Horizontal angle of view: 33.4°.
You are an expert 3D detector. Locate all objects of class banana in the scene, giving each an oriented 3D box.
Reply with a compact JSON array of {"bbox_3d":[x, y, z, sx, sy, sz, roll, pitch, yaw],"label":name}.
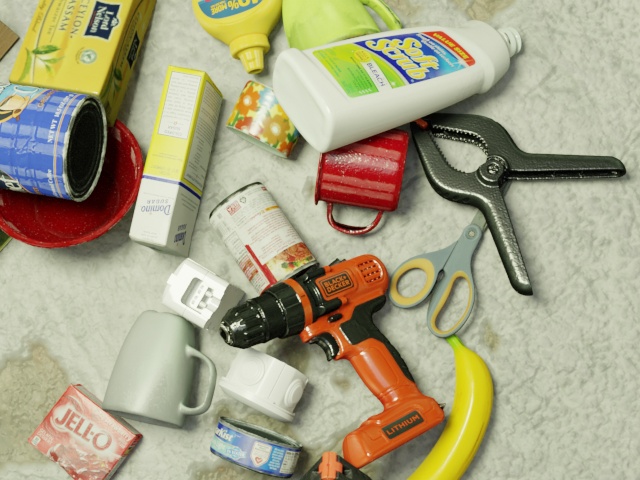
[{"bbox_3d":[0.122,0.189,1.031,0.070,0.037,0.198,15,80,38],"label":"banana"}]

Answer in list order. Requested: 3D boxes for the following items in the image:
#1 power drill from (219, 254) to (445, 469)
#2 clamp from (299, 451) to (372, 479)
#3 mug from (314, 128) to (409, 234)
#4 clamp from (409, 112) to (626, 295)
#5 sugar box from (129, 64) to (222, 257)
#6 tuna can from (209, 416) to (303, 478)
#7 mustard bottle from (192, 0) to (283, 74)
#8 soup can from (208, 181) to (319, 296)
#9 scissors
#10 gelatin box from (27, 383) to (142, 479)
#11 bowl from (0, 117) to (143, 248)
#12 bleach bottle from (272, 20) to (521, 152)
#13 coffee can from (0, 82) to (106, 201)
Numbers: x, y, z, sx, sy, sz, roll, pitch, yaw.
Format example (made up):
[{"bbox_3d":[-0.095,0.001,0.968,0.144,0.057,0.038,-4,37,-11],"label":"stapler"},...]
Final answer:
[{"bbox_3d":[0.017,0.115,0.994,0.184,0.057,0.188,-21,76,-29],"label":"power drill"},{"bbox_3d":[0.027,0.255,0.984,0.120,0.171,0.039,-2,47,-4],"label":"clamp"},{"bbox_3d":[0.040,-0.062,1.051,0.081,0.093,0.117,10,101,3],"label":"mug"},{"bbox_3d":[0.168,-0.054,1.045,0.210,0.036,0.164,29,77,16],"label":"clamp"},{"bbox_3d":[-0.143,-0.076,1.068,0.048,0.093,0.176,13,83,9],"label":"sugar box"},{"bbox_3d":[-0.062,0.199,1.024,0.086,0.086,0.034,18,86,9],"label":"tuna can"},{"bbox_3d":[-0.088,-0.264,1.105,0.096,0.058,0.191,-15,81,11],"label":"mustard bottle"},{"bbox_3d":[-0.057,0.001,1.060,0.068,0.068,0.102,-35,79,1],"label":"soup can"},{"bbox_3d":[0.130,-0.003,1.065,0.096,0.016,0.201,13,77,15],"label":"scissors"},{"bbox_3d":[-0.237,0.198,1.072,0.089,0.030,0.073,37,87,10],"label":"gelatin box"},{"bbox_3d":[-0.254,-0.054,1.084,0.162,0.055,0.162,-2,64,3],"label":"bowl"},{"bbox_3d":[0.085,-0.166,1.030,0.250,0.068,0.103,-22,62,-26],"label":"bleach bottle"},{"bbox_3d":[-0.289,-0.098,1.019,0.140,0.103,0.103,9,83,8],"label":"coffee can"}]
